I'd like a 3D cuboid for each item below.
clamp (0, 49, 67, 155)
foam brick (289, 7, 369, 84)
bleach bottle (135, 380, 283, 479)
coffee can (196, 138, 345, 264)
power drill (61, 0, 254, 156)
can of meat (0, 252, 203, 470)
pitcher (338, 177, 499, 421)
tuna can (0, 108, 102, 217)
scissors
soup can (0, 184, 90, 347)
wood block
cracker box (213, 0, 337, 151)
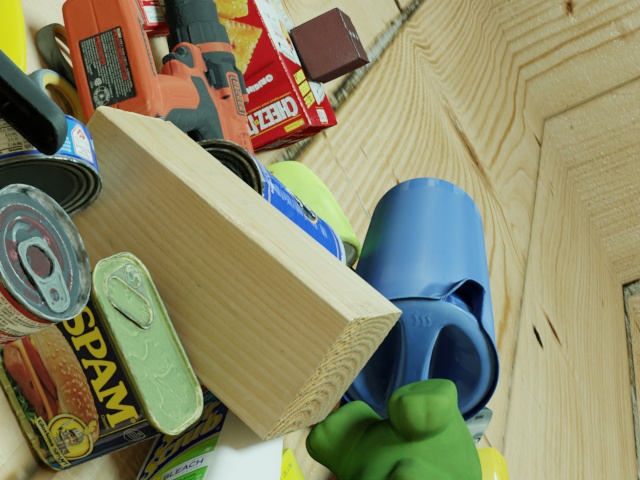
[{"bbox_3d":[-0.235,-0.126,0.558,0.164,0.036,0.210,-2,53,-34],"label":"clamp"},{"bbox_3d":[0.010,-0.184,1.013,0.078,0.051,0.053,-33,100,-79],"label":"foam brick"},{"bbox_3d":[-0.071,0.135,0.668,0.068,0.103,0.250,51,17,-18],"label":"bleach bottle"},{"bbox_3d":[-0.055,0.001,0.791,0.140,0.103,0.103,41,33,-56],"label":"coffee can"},{"bbox_3d":[-0.116,-0.136,0.805,0.187,0.057,0.184,3,70,-68],"label":"power drill"},{"bbox_3d":[-0.127,0.069,0.594,0.102,0.084,0.057,66,22,-2],"label":"can of meat"},{"bbox_3d":[0.082,0.050,0.937,0.242,0.149,0.145,-75,152,-59],"label":"pitcher"},{"bbox_3d":[-0.169,-0.039,0.603,0.086,0.086,0.034,25,44,-59],"label":"tuna can"},{"bbox_3d":[-0.148,-0.063,0.773,0.201,0.016,0.096,59,24,-20],"label":"scissors"},{"bbox_3d":[-0.171,0.024,0.511,0.068,0.102,0.068,49,28,-37],"label":"soup can"},{"bbox_3d":[-0.065,0.017,0.655,0.206,0.091,0.090,39,14,19],"label":"wood block"},{"bbox_3d":[-0.067,-0.191,0.992,0.214,0.072,0.164,66,12,-2],"label":"cracker box"}]
